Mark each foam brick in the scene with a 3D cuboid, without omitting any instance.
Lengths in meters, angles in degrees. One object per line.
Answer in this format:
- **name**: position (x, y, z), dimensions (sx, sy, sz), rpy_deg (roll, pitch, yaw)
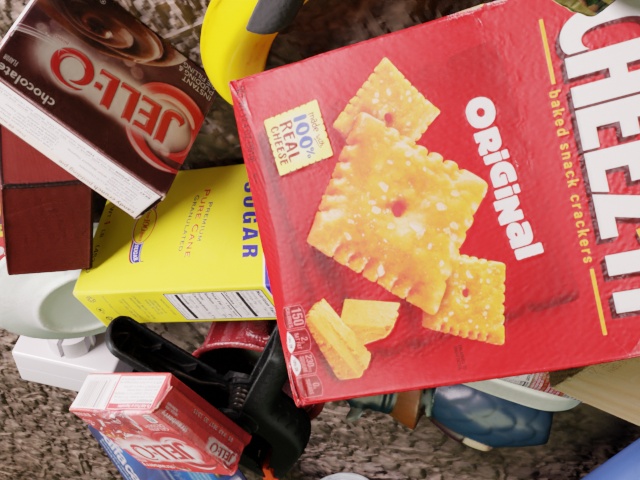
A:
- **foam brick**: position (-0.159, -0.024, 0.619), dimensions (0.051, 0.053, 0.078), rpy_deg (-5, 141, -17)

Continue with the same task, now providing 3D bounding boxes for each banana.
- **banana**: position (-0.011, -0.123, 0.526), dimensions (0.069, 0.037, 0.198), rpy_deg (11, 148, -27)

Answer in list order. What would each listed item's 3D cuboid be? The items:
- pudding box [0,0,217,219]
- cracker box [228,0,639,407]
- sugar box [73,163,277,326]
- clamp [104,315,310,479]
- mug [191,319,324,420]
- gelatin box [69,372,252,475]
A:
- **pudding box**: position (-0.118, -0.079, 0.573), dimensions (0.113, 0.090, 0.039), rpy_deg (35, 139, -18)
- **cracker box**: position (0.076, -0.019, 0.493), dimensions (0.214, 0.164, 0.072), rpy_deg (-12, 177, 24)
- **sugar box**: position (-0.054, 0.000, 0.637), dimensions (0.176, 0.093, 0.048), rpy_deg (-6, 144, 27)
- **clamp**: position (-0.044, 0.098, 0.660), dimensions (0.120, 0.039, 0.171), rpy_deg (0, 144, 31)
- **mug**: position (-0.033, 0.057, 0.706), dimensions (0.093, 0.081, 0.117), rpy_deg (9, 140, 11)
- **gelatin box**: position (-0.098, 0.111, 0.646), dimensions (0.089, 0.030, 0.073), rpy_deg (-7, 137, 45)
